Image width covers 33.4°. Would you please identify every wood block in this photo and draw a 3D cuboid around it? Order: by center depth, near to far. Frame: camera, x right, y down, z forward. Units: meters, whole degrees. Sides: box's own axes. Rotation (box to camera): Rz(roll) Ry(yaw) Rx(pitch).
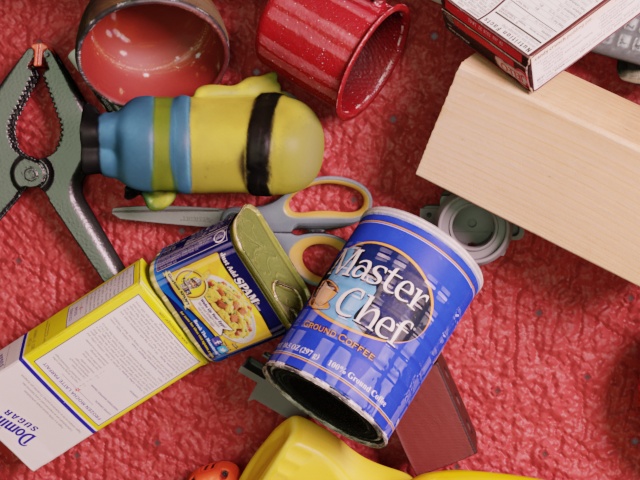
[{"bbox_3d":[0.185,-0.050,0.737,0.206,0.090,0.091,28,120,14],"label":"wood block"}]

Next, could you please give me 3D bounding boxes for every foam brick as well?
[{"bbox_3d":[0.083,0.131,0.818,0.051,0.053,0.078,-23,94,9],"label":"foam brick"}]

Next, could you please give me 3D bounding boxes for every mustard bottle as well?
[{"bbox_3d":[0.036,0.213,0.818,0.191,0.058,0.096,30,118,-12],"label":"mustard bottle"}]

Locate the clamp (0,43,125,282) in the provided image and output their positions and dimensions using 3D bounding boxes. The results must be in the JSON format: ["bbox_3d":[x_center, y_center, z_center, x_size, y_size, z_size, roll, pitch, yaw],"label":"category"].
[{"bbox_3d":[-0.215,-0.046,0.841,0.164,0.036,0.210,11,94,-4],"label":"clamp"}]

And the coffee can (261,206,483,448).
[{"bbox_3d":[0.038,0.061,0.763,0.103,0.103,0.140,33,71,2],"label":"coffee can"}]

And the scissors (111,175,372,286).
[{"bbox_3d":[-0.055,0.001,0.833,0.202,0.016,0.096,-12,98,5],"label":"scissors"}]

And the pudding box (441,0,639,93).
[{"bbox_3d":[0.151,-0.161,0.713,0.113,0.039,0.090,-37,56,-9],"label":"pudding box"}]

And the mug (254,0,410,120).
[{"bbox_3d":[0.010,-0.156,0.767,0.081,0.093,0.117,33,124,16],"label":"mug"}]

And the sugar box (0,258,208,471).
[{"bbox_3d":[-0.184,0.099,0.837,0.176,0.048,0.093,-31,117,11],"label":"sugar box"}]

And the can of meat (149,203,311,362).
[{"bbox_3d":[-0.068,0.036,0.809,0.084,0.057,0.102,-24,110,23],"label":"can of meat"}]
